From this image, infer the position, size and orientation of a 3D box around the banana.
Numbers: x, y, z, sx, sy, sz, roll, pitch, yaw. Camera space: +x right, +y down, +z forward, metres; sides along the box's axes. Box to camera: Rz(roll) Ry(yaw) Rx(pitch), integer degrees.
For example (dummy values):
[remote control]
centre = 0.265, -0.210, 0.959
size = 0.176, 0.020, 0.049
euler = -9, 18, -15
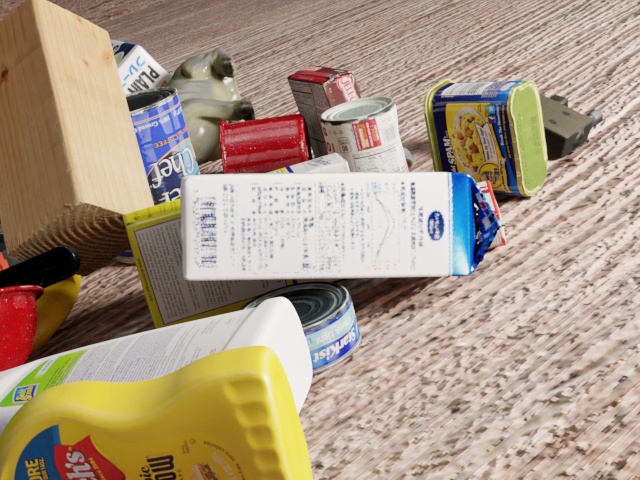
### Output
[banana]
centre = -0.236, 0.049, 0.916
size = 0.069, 0.037, 0.198
euler = -46, 19, 0

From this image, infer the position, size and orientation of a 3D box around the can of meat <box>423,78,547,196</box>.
[can of meat]
centre = 0.144, -0.088, 0.918
size = 0.084, 0.102, 0.057
euler = 4, 27, 38

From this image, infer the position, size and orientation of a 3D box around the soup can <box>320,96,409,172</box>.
[soup can]
centre = 0.043, -0.067, 0.928
size = 0.068, 0.102, 0.068
euler = -13, 20, 5

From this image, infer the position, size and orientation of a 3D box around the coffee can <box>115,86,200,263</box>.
[coffee can]
centre = -0.165, -0.062, 1.005
size = 0.103, 0.140, 0.103
euler = -13, 19, 4

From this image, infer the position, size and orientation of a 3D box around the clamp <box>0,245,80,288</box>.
[clamp]
centre = -0.279, 0.049, 0.842
size = 0.164, 0.036, 0.210
euler = -17, -3, -21

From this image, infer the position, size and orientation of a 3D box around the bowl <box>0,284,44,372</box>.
[bowl]
centre = -0.266, 0.085, 0.754
size = 0.162, 0.055, 0.162
euler = -20, -6, -3

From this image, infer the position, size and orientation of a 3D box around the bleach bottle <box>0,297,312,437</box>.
[bleach bottle]
centre = -0.138, 0.098, 0.670
size = 0.251, 0.068, 0.102
euler = -10, 21, 19

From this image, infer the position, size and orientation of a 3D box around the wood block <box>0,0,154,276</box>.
[wood block]
centre = -0.216, -0.086, 0.888
size = 0.091, 0.206, 0.090
euler = -31, -28, 25

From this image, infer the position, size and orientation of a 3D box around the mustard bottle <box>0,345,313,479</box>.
[mustard bottle]
centre = -0.105, 0.116, 0.542
size = 0.192, 0.096, 0.058
euler = -11, 20, 8

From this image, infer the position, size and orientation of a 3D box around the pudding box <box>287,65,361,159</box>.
[pudding box]
centre = 0.015, -0.116, 1.066
size = 0.039, 0.113, 0.090
euler = -25, 22, -18

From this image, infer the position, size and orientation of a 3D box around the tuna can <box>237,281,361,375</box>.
[tuna can]
centre = -0.017, 0.060, 0.726
size = 0.086, 0.034, 0.086
euler = -13, 20, 4

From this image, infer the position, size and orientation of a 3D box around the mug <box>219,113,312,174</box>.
[mug]
centre = -0.049, -0.077, 1.065
size = 0.081, 0.093, 0.117
euler = -8, -16, 4

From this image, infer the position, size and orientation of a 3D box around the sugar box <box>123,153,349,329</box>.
[sugar box]
centre = -0.055, 0.001, 0.828
size = 0.176, 0.093, 0.048
euler = -17, 18, -8
